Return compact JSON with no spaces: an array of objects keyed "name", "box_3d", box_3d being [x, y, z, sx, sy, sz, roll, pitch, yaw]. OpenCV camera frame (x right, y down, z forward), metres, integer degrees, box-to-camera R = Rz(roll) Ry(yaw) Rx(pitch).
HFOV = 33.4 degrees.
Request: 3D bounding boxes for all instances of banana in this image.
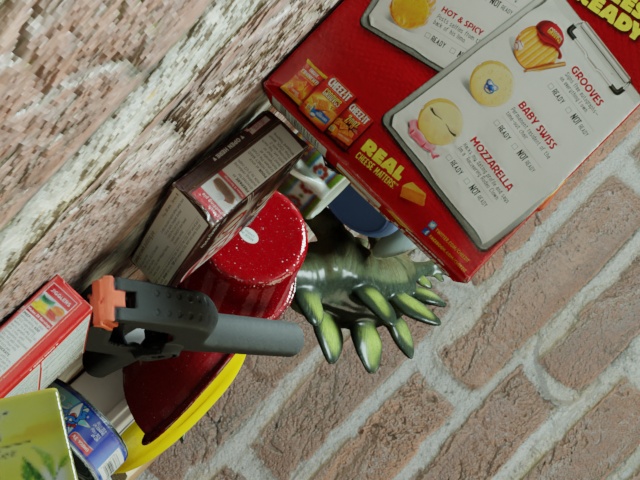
[{"name":"banana","box_3d":[-0.128,0.145,0.970,0.197,0.037,0.070,-42,-158,-24]}]

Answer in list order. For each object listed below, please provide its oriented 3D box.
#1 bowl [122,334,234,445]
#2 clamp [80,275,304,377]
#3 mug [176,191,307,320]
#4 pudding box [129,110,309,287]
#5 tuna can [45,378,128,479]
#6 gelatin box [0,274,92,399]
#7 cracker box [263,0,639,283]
[{"name":"bowl","box_3d":[-0.109,0.085,0.859,0.162,0.055,0.162,-49,-174,7]},{"name":"clamp","box_3d":[-0.115,0.061,0.699,0.165,0.036,0.209,-10,164,14]},{"name":"mug","box_3d":[-0.054,0.000,0.781,0.082,0.093,0.117,117,-15,-62]},{"name":"pudding box","box_3d":[-0.065,-0.022,0.668,0.089,0.039,0.114,-44,176,-33]},{"name":"tuna can","box_3d":[-0.181,0.140,0.775,0.033,0.086,0.086,-46,177,-27]},{"name":"gelatin box","box_3d":[-0.162,0.064,0.581,0.073,0.030,0.089,-46,177,-26]},{"name":"cracker box","box_3d":[0.098,-0.106,0.630,0.213,0.164,0.072,-46,178,-1]}]
